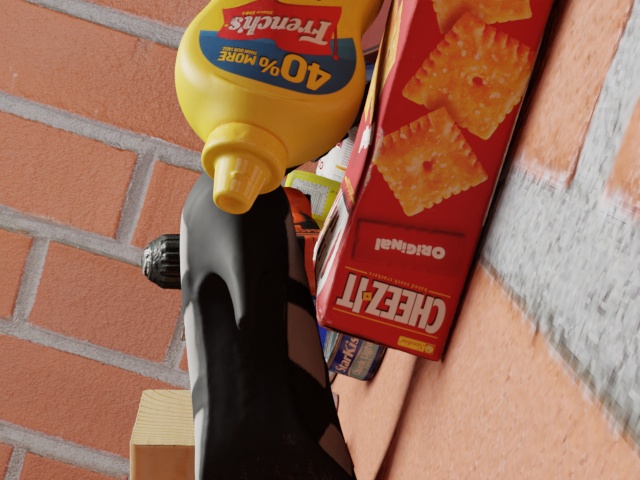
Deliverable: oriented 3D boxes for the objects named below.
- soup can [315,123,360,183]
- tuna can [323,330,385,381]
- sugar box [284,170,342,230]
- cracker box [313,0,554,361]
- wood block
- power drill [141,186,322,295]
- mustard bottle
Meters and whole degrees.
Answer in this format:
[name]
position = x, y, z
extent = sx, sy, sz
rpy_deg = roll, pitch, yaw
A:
[soup can]
position = 0.038, -0.092, 1.049
extent = 0.068, 0.068, 0.102
rpy_deg = -82, 9, -72
[tuna can]
position = 0.029, 0.053, 0.735
extent = 0.086, 0.033, 0.086
rpy_deg = -164, 92, -87
[sugar box]
position = 0.002, -0.016, 1.036
extent = 0.176, 0.093, 0.048
rpy_deg = 116, 171, -75
[cracker box]
position = 0.055, -0.063, 0.572
extent = 0.164, 0.072, 0.214
rpy_deg = -90, 17, -81
[wood block]
position = -0.078, 0.213, 0.713
extent = 0.091, 0.090, 0.206
rpy_deg = -101, 13, -76
[power drill]
position = -0.056, 0.001, 0.844
extent = 0.188, 0.184, 0.057
rpy_deg = -133, 48, -69
[mustard bottle]
position = -0.023, -0.095, 0.549
extent = 0.058, 0.096, 0.191
rpy_deg = 111, 174, -58
